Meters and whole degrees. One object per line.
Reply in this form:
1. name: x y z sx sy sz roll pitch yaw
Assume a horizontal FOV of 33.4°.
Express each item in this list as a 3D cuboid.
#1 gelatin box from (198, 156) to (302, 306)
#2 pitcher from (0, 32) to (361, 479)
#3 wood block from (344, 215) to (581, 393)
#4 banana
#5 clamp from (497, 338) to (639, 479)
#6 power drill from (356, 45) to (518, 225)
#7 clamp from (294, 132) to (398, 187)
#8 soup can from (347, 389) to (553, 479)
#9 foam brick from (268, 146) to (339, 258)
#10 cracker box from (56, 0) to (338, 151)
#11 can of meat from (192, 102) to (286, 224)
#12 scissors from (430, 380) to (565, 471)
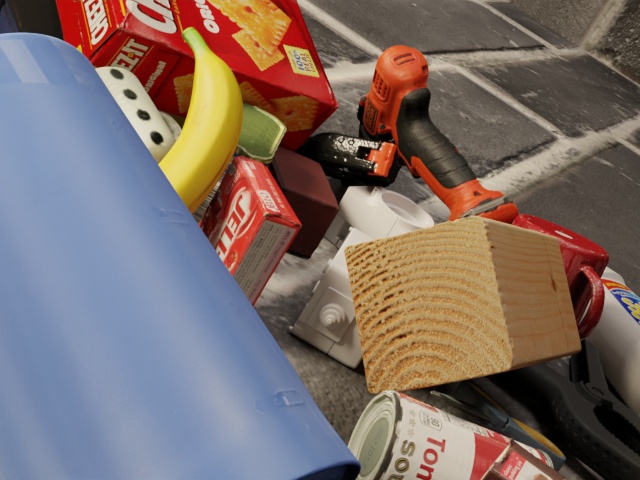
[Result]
1. gelatin box: -0.055 0.001 0.699 0.030 0.089 0.073 16 27 -31
2. pitcher: -0.092 0.033 0.464 0.144 0.149 0.243 -24 68 -19
3. wood block: 0.101 0.043 0.701 0.205 0.090 0.091 8 70 -65
4. banana: -0.099 -0.049 0.689 0.069 0.037 0.197 22 63 8
5. clamp: 0.206 0.127 0.820 0.164 0.036 0.210 10 26 -39
6. power drill: 0.092 -0.054 0.950 0.057 0.184 0.188 -24 64 -17
7. clamp: 0.006 -0.074 0.926 0.120 0.039 0.172 11 -4 -18
8. soup can: 0.071 0.133 0.604 0.102 0.069 0.068 24 24 -13
9. foam brick: -0.026 -0.032 0.850 0.051 0.053 0.078 19 26 -24
10. cracker box: -0.101 -0.175 0.853 0.213 0.072 0.164 14 45 -42
11. can of meat: -0.070 -0.050 0.794 0.057 0.084 0.102 28 23 -5
12. scissors: 0.096 0.104 0.687 0.201 0.016 0.096 35 2 -45
